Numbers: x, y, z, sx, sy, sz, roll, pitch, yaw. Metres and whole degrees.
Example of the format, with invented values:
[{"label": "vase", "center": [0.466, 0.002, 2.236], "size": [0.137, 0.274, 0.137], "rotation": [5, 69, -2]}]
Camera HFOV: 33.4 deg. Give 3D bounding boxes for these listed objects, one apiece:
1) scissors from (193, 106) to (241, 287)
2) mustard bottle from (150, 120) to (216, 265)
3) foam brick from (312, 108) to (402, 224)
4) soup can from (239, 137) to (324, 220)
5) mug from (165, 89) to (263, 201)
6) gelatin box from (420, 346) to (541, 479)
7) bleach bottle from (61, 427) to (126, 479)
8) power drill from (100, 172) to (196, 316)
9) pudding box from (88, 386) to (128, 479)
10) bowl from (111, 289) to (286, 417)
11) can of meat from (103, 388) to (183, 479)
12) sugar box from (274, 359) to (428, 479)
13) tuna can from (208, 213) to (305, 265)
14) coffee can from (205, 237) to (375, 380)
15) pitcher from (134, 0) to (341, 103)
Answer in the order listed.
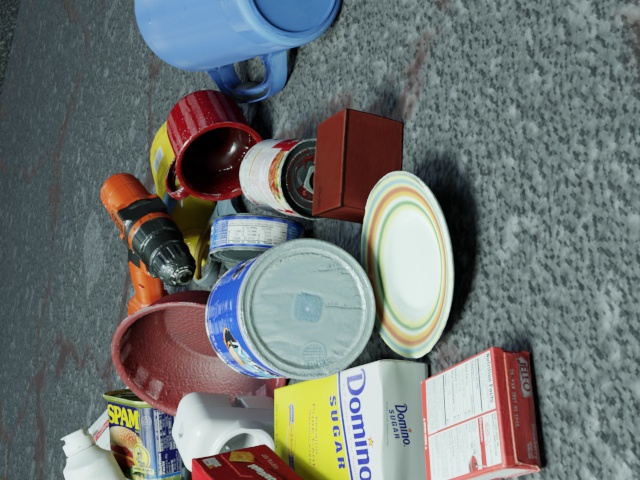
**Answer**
[{"label": "scissors", "center": [-0.087, -0.047, 1.111], "size": [0.096, 0.016, 0.202], "rotation": [6, 77, 49]}, {"label": "mustard bottle", "center": [-0.151, -0.046, 1.200], "size": [0.191, 0.058, 0.096], "rotation": [-106, 33, -41]}, {"label": "foam brick", "center": [0.029, -0.056, 0.834], "size": [0.053, 0.051, 0.078], "rotation": [164, 112, -64]}, {"label": "soup can", "center": [-0.023, -0.055, 0.923], "size": [0.102, 0.068, 0.068], "rotation": [-168, 86, -65]}, {"label": "mug", "center": [-0.117, -0.092, 1.088], "size": [0.117, 0.093, 0.081], "rotation": [-48, 39, 17]}, {"label": "gelatin box", "center": [0.098, 0.113, 0.664], "size": [0.089, 0.030, 0.073], "rotation": [-39, 48, 55]}, {"label": "bleach bottle", "center": [-0.190, 0.303, 1.051], "size": [0.251, 0.068, 0.103], "rotation": [64, 150, 6]}, {"label": "power drill", "center": [-0.173, 0.041, 1.140], "size": [0.185, 0.057, 0.188], "rotation": [49, 150, 45]}, {"label": "pudding box", "center": [-0.220, 0.218, 1.249], "size": [0.090, 0.039, 0.114], "rotation": [-48, 27, -9]}, {"label": "bowl", "center": [-0.106, 0.097, 0.977], "size": [0.055, 0.162, 0.162], "rotation": [-78, 14, -48]}, {"label": "can of meat", "center": [-0.178, 0.198, 1.094], "size": [0.102, 0.057, 0.084], "rotation": [-2, 92, 53]}, {"label": "sugar box", "center": [0.019, 0.147, 0.803], "size": [0.176, 0.048, 0.093], "rotation": [149, 123, -61]}, {"label": "tuna can", "center": [-0.056, 0.001, 0.956], "size": [0.086, 0.086, 0.034], "rotation": [-20, 63, 62]}, {"label": "coffee can", "center": [-0.028, 0.057, 0.835], "size": [0.140, 0.102, 0.103], "rotation": [157, 118, -72]}, {"label": "pitcher", "center": [-0.076, -0.225, 1.035], "size": [0.243, 0.149, 0.145], "rotation": [13, 80, 62]}]
